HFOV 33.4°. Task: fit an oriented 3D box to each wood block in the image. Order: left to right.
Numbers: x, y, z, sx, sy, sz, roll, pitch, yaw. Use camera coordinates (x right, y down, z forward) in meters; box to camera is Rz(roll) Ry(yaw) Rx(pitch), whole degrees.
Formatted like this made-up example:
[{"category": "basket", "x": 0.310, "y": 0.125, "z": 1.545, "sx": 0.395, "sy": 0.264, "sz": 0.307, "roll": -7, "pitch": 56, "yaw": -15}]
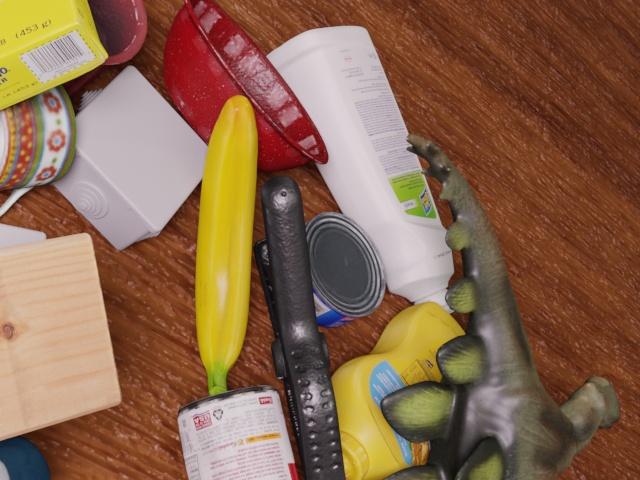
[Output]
[{"category": "wood block", "x": -0.211, "y": 0.060, "z": 0.502, "sx": 0.205, "sy": 0.090, "sz": 0.091, "roll": -12, "pitch": 93, "yaw": -37}]

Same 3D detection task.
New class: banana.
[{"category": "banana", "x": -0.061, "y": 0.003, "z": 0.718, "sx": 0.037, "sy": 0.070, "sz": 0.198, "roll": 1, "pitch": 94, "yaw": -20}]

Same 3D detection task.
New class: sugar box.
[{"category": "sugar box", "x": -0.190, "y": -0.160, "z": 0.613, "sx": 0.048, "sy": 0.093, "sz": 0.176, "roll": 64, "pitch": 4, "yaw": -64}]

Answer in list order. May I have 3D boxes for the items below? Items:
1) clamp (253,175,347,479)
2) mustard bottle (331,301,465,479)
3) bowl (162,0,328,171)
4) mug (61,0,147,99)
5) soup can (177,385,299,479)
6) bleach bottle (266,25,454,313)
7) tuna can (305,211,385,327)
[{"category": "clamp", "x": -0.014, "y": 0.068, "z": 0.697, "sx": 0.036, "sy": 0.164, "sz": 0.210, "roll": -10, "pitch": 70, "yaw": -7}, {"category": "mustard bottle", "x": 0.051, "y": 0.126, "z": 0.792, "sx": 0.191, "sy": 0.058, "sz": 0.096, "roll": -35, "pitch": 102, "yaw": -49}, {"category": "bowl", "x": -0.064, "y": -0.105, "z": 0.778, "sx": 0.162, "sy": 0.055, "sz": 0.162, "roll": 49, "pitch": 12, "yaw": -15}, {"category": "mug", "x": -0.174, "y": -0.148, "z": 0.700, "sx": 0.093, "sy": 0.082, "sz": 0.117, "roll": 21, "pitch": 55, "yaw": -36}, {"category": "soup can", "x": -0.048, "y": 0.150, "z": 0.674, "sx": 0.068, "sy": 0.069, "sz": 0.102, "roll": 2, "pitch": 67, "yaw": -45}, {"category": "bleach bottle", "x": 0.044, "y": -0.050, "z": 0.881, "sx": 0.102, "sy": 0.068, "sz": 0.251, "roll": -18, "pitch": 84, "yaw": -51}, {"category": "tuna can", "x": 0.008, "y": 0.023, "z": 0.825, "sx": 0.086, "sy": 0.034, "sz": 0.086, "roll": 23, "pitch": 54, "yaw": -35}]
